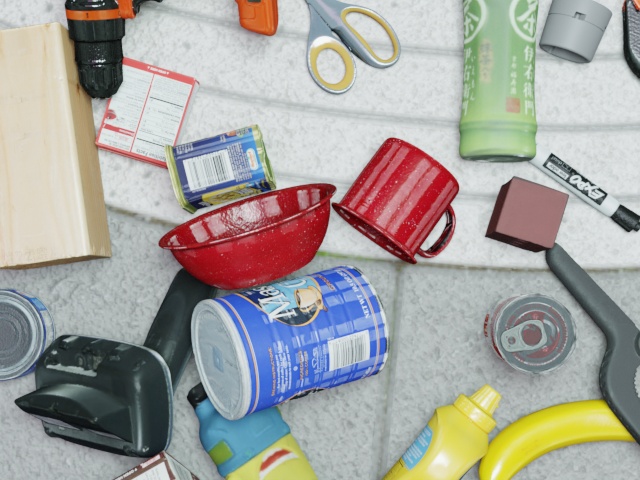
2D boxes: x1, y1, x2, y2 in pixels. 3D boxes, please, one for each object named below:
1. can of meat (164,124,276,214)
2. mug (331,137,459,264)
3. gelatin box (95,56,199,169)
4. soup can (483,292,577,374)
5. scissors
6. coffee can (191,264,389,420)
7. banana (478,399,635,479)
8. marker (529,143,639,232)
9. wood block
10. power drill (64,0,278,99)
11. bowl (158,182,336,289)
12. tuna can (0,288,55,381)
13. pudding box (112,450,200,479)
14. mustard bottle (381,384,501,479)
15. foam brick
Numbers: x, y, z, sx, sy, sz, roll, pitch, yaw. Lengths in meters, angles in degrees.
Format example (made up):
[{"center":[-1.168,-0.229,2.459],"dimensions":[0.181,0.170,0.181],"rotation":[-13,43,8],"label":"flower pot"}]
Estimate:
[{"center":[-0.087,-0.064,0.954],"dimensions":[0.084,0.102,0.057],"rotation":[-15,87,0],"label":"can of meat"},{"center":[0.078,-0.031,0.956],"dimensions":[0.117,0.093,0.081],"rotation":[38,85,-27],"label":"mug"},{"center":[-0.161,-0.118,0.995],"dimensions":[0.073,0.030,0.089],"rotation":[17,88,2],"label":"gelatin box"},{"center":[0.181,0.079,0.932],"dimensions":[0.068,0.102,0.068],"rotation":[0,88,3],"label":"soup can"},{"center":[-0.017,-0.216,0.998],"dimensions":[0.202,0.016,0.096],"rotation":[37,90,4],"label":"scissors"},{"center":[-0.027,0.085,0.916],"dimensions":[0.140,0.103,0.103],"rotation":[-14,87,-27],"label":"coffee can"},{"center":[0.218,0.180,0.953],"dimensions":[0.197,0.037,0.070],"rotation":[-21,73,-7],"label":"banana"},{"center":[0.242,-0.047,0.975],"dimensions":[0.121,0.020,0.020],"rotation":[36,90,4],"label":"marker"},{"center":[-0.254,-0.081,0.969],"dimensions":[0.090,0.091,0.206],"rotation":[-8,87,2],"label":"wood block"},{"center":[-0.132,-0.215,0.933],"dimensions":[0.187,0.057,0.184],"rotation":[0,111,3],"label":"power drill"},{"center":[-0.056,0.001,0.928],"dimensions":[0.162,0.162,0.055],"rotation":[-16,102,2],"label":"bowl"},{"center":[-0.293,0.087,0.992],"dimensions":[0.086,0.034,0.086],"rotation":[0,88,3],"label":"tuna can"},{"center":[-0.145,0.240,0.942],"dimensions":[0.090,0.113,0.039],"rotation":[-30,48,1],"label":"pudding box"},{"center":[0.092,0.205,0.935],"dimensions":[0.058,0.096,0.191],"rotation":[39,90,4],"label":"mustard bottle"},{"center":[0.182,-0.022,0.948],"dimensions":[0.053,0.078,0.051],"rotation":[18,87,3],"label":"foam brick"}]
